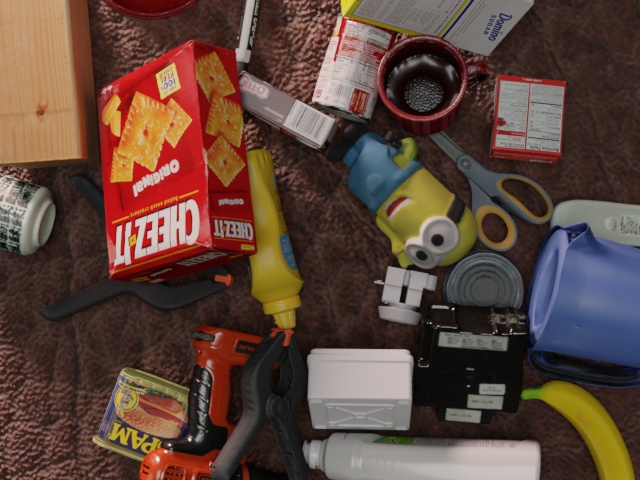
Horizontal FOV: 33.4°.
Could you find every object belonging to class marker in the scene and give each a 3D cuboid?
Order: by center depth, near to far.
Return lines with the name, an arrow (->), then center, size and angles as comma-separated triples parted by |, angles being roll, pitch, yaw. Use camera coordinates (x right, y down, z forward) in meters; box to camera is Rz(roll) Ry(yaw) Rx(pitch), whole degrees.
marker -> -0.081, -0.228, 1.174 | 0.020, 0.020, 0.121 | 10, 92, 3

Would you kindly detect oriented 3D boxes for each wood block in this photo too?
wood block -> -0.300, -0.185, 1.154 | 0.091, 0.090, 0.206 | -4, 91, 2

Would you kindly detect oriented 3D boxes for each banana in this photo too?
banana -> 0.293, 0.221, 1.149 | 0.069, 0.037, 0.198 | -35, 93, -1

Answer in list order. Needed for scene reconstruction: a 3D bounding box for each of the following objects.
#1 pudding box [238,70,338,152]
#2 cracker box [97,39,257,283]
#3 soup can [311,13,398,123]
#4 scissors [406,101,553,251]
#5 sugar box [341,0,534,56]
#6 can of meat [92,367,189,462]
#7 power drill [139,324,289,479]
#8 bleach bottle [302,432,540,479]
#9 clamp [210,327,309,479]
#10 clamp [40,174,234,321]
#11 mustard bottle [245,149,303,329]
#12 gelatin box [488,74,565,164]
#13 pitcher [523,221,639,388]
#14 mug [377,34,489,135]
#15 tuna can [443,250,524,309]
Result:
pudding box -> -0.038, -0.136, 1.138 | 0.113, 0.090, 0.039 | 30, 94, 2
cracker box -> -0.153, -0.075, 1.096 | 0.164, 0.071, 0.214 | -16, 74, 41
soup can -> 0.036, -0.184, 1.143 | 0.068, 0.068, 0.102 | 17, 92, 3
scissors -> 0.156, -0.063, 1.164 | 0.202, 0.016, 0.096 | 30, 103, 11
sugar box -> 0.119, -0.251, 1.094 | 0.176, 0.093, 0.048 | 9, 58, -24
can of meat -> -0.186, 0.196, 1.171 | 0.102, 0.057, 0.084 | 20, 89, 2
power drill -> -0.089, 0.193, 1.142 | 0.184, 0.057, 0.187 | 18, 81, -33
bleach bottle -> 0.107, 0.238, 1.143 | 0.251, 0.102, 0.068 | 3, 85, 11
clamp -> -0.060, 0.176, 1.102 | 0.039, 0.120, 0.171 | -3, 86, 44
clamp -> -0.199, 0.014, 1.178 | 0.210, 0.036, 0.164 | 4, 88, 3
mustard bottle -> -0.058, 0.002, 1.139 | 0.058, 0.096, 0.191 | -15, 90, 1
gelatin box -> 0.221, -0.129, 1.142 | 0.073, 0.030, 0.089 | 6, 75, 3
pitcher -> 0.338, 0.082, 1.110 | 0.243, 0.149, 0.145 | 14, 77, 0
mug -> 0.120, -0.163, 1.126 | 0.117, 0.081, 0.093 | -18, 79, 4
tuna can -> 0.177, 0.054, 1.156 | 0.086, 0.033, 0.086 | 0, 91, 3
